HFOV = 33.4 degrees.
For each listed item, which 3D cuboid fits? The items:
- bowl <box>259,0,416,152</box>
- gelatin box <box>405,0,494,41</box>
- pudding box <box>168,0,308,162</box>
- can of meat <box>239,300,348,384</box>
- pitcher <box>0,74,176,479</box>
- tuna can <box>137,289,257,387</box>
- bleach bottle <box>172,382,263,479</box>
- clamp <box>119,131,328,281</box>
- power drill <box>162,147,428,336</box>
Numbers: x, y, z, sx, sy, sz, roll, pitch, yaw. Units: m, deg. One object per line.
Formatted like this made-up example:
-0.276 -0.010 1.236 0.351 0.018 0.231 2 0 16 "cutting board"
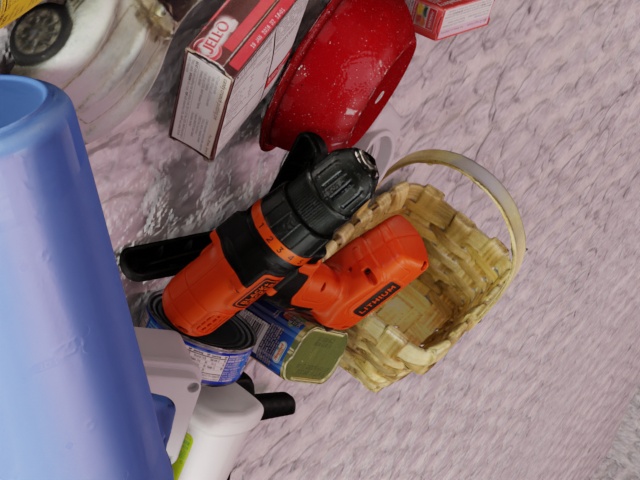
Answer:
0.022 -0.119 0.768 0.162 0.055 0.162 -55 174 -10 "bowl"
0.087 -0.190 0.843 0.089 0.073 0.030 -28 140 -48 "gelatin box"
-0.052 -0.111 0.666 0.090 0.039 0.114 -54 176 -26 "pudding box"
-0.034 0.078 0.899 0.057 0.084 0.102 -61 154 4 "can of meat"
-0.166 0.049 0.542 0.149 0.145 0.243 -85 170 -61 "pitcher"
-0.092 0.071 0.785 0.086 0.086 0.034 -6 124 -59 "tuna can"
-0.133 0.219 0.846 0.067 0.103 0.251 -3 119 -55 "bleach bottle"
-0.055 0.001 0.806 0.164 0.036 0.210 -30 162 -1 "clamp"
0.002 0.007 0.767 0.185 0.057 0.187 -37 155 24 "power drill"
